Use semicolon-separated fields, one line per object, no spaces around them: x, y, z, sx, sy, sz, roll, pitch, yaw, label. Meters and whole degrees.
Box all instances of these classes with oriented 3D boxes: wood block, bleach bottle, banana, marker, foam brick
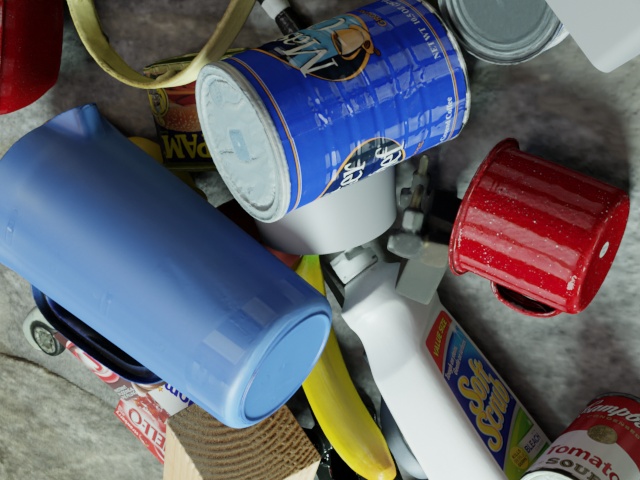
-0.073;0.208;0.890;0.091;0.090;0.206;53;153;24;wood block
0.086;0.111;0.744;0.068;0.102;0.251;-39;84;37;bleach bottle
0.006;0.092;0.781;0.070;0.037;0.198;113;143;-59;banana
-0.046;-0.188;0.767;0.121;0.020;0.020;53;135;6;marker
-0.055;0.001;0.830;0.053;0.078;0.051;33;130;27;foam brick

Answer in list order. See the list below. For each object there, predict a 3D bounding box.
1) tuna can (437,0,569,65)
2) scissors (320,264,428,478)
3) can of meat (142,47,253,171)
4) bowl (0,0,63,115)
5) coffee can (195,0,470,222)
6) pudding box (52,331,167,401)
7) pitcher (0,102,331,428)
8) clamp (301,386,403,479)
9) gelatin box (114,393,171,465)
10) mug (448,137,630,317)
0.114;-0.151;0.637;0.086;0.033;0.086;19;123;33;tuna can
0.040;0.098;0.792;0.016;0.096;0.202;-43;84;25;scissors
-0.085;-0.100;0.819;0.102;0.057;0.084;3;110;40;can of meat
-0.250;-0.177;0.895;0.162;0.055;0.162;180;90;-68;bowl
0.007;-0.085;0.668;0.103;0.140;0.103;48;152;35;coffee can
-0.162;0.085;0.906;0.090;0.039;0.114;45;136;-17;pudding box
-0.117;0.029;0.756;0.243;0.145;0.149;35;169;22;pitcher
0.010;0.147;0.839;0.210;0.036;0.165;41;134;47;clamp
-0.154;0.171;1.033;0.089;0.030;0.073;43;133;16;gelatin box
0.136;0.003;0.661;0.082;0.093;0.117;24;135;24;mug
